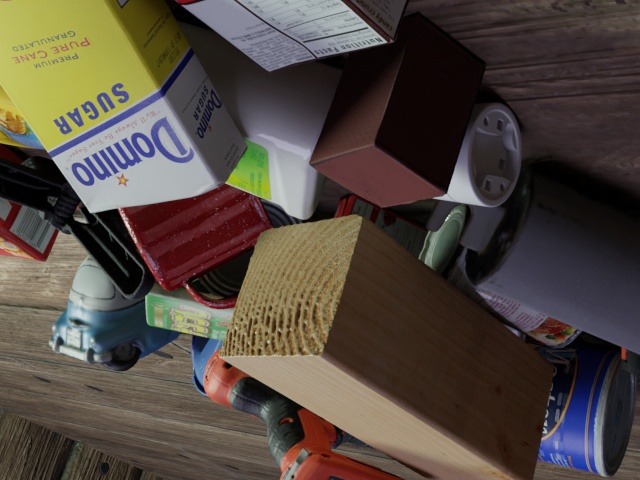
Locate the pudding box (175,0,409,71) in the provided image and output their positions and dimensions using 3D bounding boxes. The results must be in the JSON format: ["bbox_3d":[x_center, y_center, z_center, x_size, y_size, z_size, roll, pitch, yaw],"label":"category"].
[{"bbox_3d":[-0.027,-0.125,0.484,0.090,0.039,0.113,-4,153,47],"label":"pudding box"}]

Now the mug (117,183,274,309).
[{"bbox_3d":[-0.077,-0.009,0.693,0.117,0.081,0.093,61,176,9],"label":"mug"}]

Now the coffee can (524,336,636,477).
[{"bbox_3d":[0.183,0.133,0.897,0.140,0.102,0.102,8,158,29],"label":"coffee can"}]

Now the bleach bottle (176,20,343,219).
[{"bbox_3d":[-0.112,-0.093,0.615,0.251,0.068,0.102,19,157,5],"label":"bleach bottle"}]

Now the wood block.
[{"bbox_3d":[0.049,0.076,0.673,0.091,0.090,0.205,-9,145,45],"label":"wood block"}]

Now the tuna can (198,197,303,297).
[{"bbox_3d":[-0.055,0.001,0.778,0.086,0.086,0.034,29,-170,-27],"label":"tuna can"}]

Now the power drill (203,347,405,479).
[{"bbox_3d":[0.012,0.154,0.798,0.184,0.057,0.188,21,-169,-24],"label":"power drill"}]

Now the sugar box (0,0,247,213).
[{"bbox_3d":[-0.118,-0.095,0.527,0.093,0.048,0.176,-8,126,31],"label":"sugar box"}]

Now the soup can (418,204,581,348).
[{"bbox_3d":[0.122,0.021,0.700,0.102,0.068,0.069,24,160,-13],"label":"soup can"}]

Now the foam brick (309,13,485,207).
[{"bbox_3d":[0.039,-0.063,0.533,0.051,0.078,0.053,32,157,-30],"label":"foam brick"}]

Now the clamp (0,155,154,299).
[{"bbox_3d":[-0.193,-0.031,0.777,0.164,0.036,0.210,35,-175,-15],"label":"clamp"}]

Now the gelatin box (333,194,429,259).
[{"bbox_3d":[0.044,0.019,0.756,0.089,0.073,0.030,24,160,-16],"label":"gelatin box"}]
